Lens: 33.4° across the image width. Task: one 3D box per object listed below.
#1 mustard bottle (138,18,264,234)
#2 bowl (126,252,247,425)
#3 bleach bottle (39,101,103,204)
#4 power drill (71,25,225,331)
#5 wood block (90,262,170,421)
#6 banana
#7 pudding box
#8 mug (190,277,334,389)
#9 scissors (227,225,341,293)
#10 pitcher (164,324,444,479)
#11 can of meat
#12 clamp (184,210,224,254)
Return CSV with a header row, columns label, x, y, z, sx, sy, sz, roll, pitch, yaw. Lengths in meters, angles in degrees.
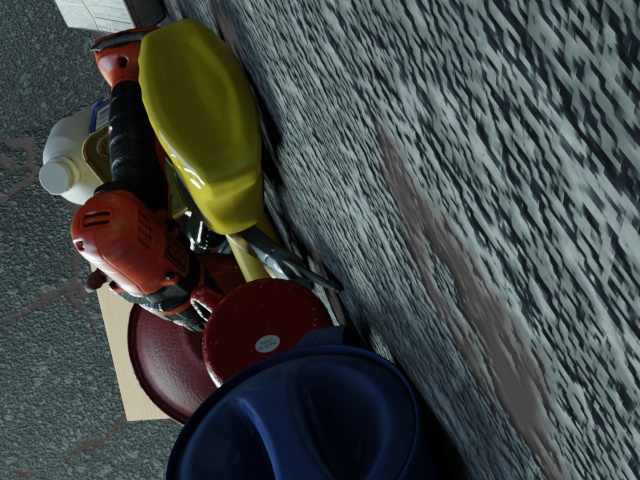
label,x,y,z,sx,sy,sz,roll,pitch,yaw
mustard bottle,-0.067,-0.054,0.659,0.191,0.058,0.096,95,150,-76
bowl,-0.077,0.077,0.893,0.162,0.161,0.055,63,152,10
bleach bottle,-0.193,-0.084,1.018,0.250,0.068,0.102,-54,-56,-67
power drill,-0.112,-0.040,0.756,0.184,0.057,0.187,55,-152,-63
wood block,-0.180,0.088,1.196,0.090,0.091,0.206,-17,-84,-53
banana,-0.050,0.007,0.843,0.198,0.037,0.070,66,173,-13
pudding box,-0.182,-0.219,0.848,0.090,0.039,0.113,15,143,33
mug,-0.037,0.066,0.678,0.117,0.093,0.081,39,167,19
scissors,-0.013,0.026,0.713,0.096,0.016,0.202,49,171,-33
pitcher,0.025,0.175,0.596,0.145,0.149,0.242,32,154,48
can of meat,-0.155,-0.073,0.911,0.102,0.057,0.084,55,-170,-29
clamp,-0.108,-0.047,0.981,0.210,0.036,0.164,139,130,-72
